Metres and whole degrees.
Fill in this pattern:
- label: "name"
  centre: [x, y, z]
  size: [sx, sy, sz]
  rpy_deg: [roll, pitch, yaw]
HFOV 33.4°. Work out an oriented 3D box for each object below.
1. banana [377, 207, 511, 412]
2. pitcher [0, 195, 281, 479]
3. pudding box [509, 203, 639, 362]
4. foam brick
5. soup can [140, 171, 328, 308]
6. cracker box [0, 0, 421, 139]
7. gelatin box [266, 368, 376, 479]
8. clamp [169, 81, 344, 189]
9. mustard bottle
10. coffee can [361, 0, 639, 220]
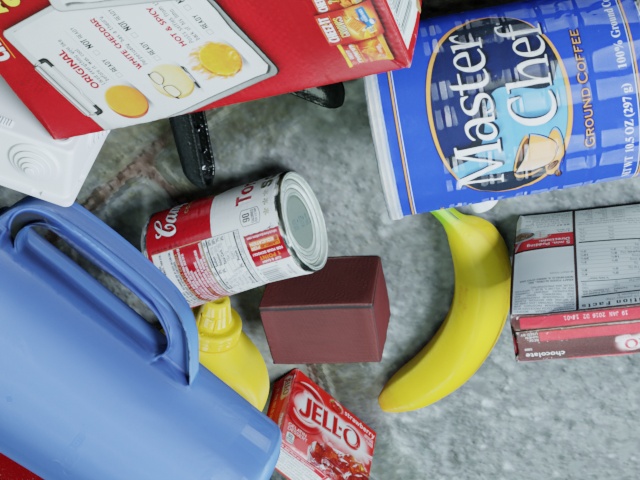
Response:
- label: "banana"
  centre: [0.088, 0.053, 0.720]
  size: [0.070, 0.037, 0.198]
  rpy_deg: [23, 129, 16]
- label: "pitcher"
  centre: [-0.142, 0.091, 0.680]
  size: [0.242, 0.145, 0.149]
  rpy_deg: [36, 160, -6]
- label: "pudding box"
  centre: [0.159, 0.023, 0.629]
  size: [0.090, 0.113, 0.039]
  rpy_deg: [-6, 122, 16]
- label: "foam brick"
  centre: [0.005, 0.047, 0.719]
  size: [0.078, 0.053, 0.051]
  rpy_deg: [-3, 126, 15]
- label: "soup can"
  centre: [-0.054, 0.001, 0.686]
  size: [0.102, 0.068, 0.068]
  rpy_deg: [-16, 122, 22]
- label: "cracker box"
  centre: [-0.078, -0.143, 0.510]
  size: [0.214, 0.072, 0.164]
  rpy_deg: [-8, 138, 25]
- label: "gelatin box"
  centre: [-0.001, 0.149, 0.786]
  size: [0.089, 0.073, 0.030]
  rpy_deg: [42, 123, -19]
- label: "clamp"
  centre: [-0.068, -0.116, 0.618]
  size: [0.120, 0.039, 0.171]
  rpy_deg: [-23, 119, 19]
- label: "mustard bottle"
  centre: [-0.088, 0.112, 0.785]
  size: [0.096, 0.058, 0.192]
  rpy_deg: [20, 129, 9]
- label: "coffee can"
  centre: [0.097, -0.073, 0.561]
  size: [0.140, 0.103, 0.103]
  rpy_deg: [-10, 125, 6]
